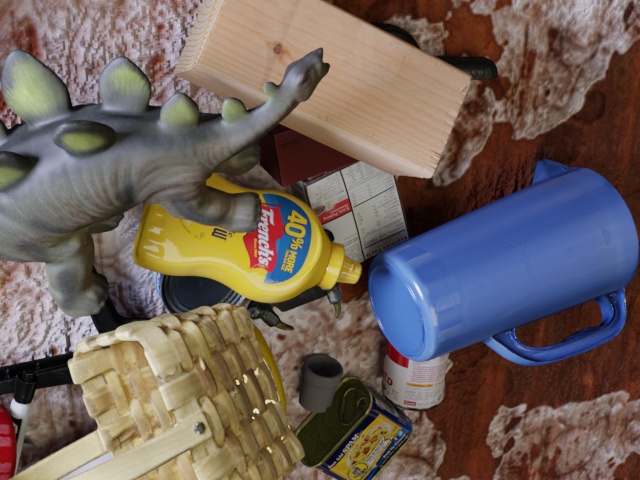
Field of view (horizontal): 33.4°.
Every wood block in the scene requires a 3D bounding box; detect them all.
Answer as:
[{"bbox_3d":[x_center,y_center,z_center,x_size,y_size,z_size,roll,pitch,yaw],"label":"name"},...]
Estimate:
[{"bbox_3d":[0.002,-0.131,0.846,0.205,0.090,0.091,23,87,-19],"label":"wood block"}]

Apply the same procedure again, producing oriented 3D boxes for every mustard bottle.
[{"bbox_3d":[-0.056,0.001,0.905,0.191,0.058,0.096,18,67,-13],"label":"mustard bottle"}]

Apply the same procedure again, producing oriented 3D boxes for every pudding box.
[{"bbox_3d":[0.028,-0.032,0.989,0.090,0.039,0.113,-26,127,-13],"label":"pudding box"}]

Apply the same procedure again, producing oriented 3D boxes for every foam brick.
[{"bbox_3d":[-0.012,-0.089,0.929,0.078,0.051,0.053,-19,122,-16],"label":"foam brick"}]

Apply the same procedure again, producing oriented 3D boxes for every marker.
[{"bbox_3d":[-0.263,0.164,0.920,0.020,0.020,0.121,7,113,-29],"label":"marker"}]

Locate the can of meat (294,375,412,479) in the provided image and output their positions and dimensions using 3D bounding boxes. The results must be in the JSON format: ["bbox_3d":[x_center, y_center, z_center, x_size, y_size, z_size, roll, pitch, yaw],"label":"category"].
[{"bbox_3d":[0.036,0.203,1.110,0.102,0.057,0.083,-48,129,5],"label":"can of meat"}]

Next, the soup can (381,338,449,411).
[{"bbox_3d":[0.099,0.113,1.085,0.068,0.069,0.102,-8,120,-23],"label":"soup can"}]

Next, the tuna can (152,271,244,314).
[{"bbox_3d":[-0.107,0.030,0.958,0.086,0.034,0.086,-12,121,-21],"label":"tuna can"}]

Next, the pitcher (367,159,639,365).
[{"bbox_3d":[0.175,0.035,1.013,0.242,0.149,0.145,-20,128,-24],"label":"pitcher"}]

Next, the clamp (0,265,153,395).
[{"bbox_3d":[-0.200,0.106,0.952,0.164,0.036,0.209,-48,126,5],"label":"clamp"}]
